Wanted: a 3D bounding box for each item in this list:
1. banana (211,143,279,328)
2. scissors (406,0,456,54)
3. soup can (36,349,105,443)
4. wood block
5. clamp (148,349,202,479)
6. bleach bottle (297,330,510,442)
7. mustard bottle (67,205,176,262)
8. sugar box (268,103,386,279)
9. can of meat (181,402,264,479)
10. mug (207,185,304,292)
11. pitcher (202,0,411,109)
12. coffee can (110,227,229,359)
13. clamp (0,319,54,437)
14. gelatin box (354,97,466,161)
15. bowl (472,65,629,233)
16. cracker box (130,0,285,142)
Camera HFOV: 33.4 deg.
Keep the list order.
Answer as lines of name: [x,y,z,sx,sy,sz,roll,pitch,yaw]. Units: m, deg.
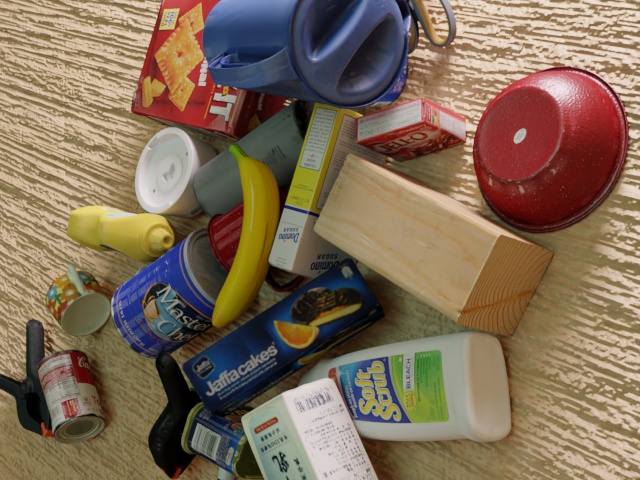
banana: [-0.075,0.001,1.116,0.070,0.037,0.198,14,98,50]
scissors: [0.074,-0.282,1.121,0.096,0.016,0.202,-37,80,45]
soup can: [-0.320,0.200,1.370,0.069,0.068,0.102,-43,53,26]
wood block: [0.102,0.001,1.015,0.206,0.090,0.090,33,102,43]
clamp: [-0.145,0.180,1.167,0.036,0.164,0.210,39,115,28]
bleach bottle: [0.061,0.153,1.030,0.251,0.067,0.102,-17,70,42]
mustard bottle: [-0.231,-0.008,1.306,0.192,0.096,0.058,9,88,55]
sugar box: [0.012,-0.046,1.111,0.048,0.093,0.176,20,91,45]
can of meat: [-0.079,0.212,1.117,0.084,0.101,0.057,18,92,42]
mug: [-0.058,0.001,1.175,0.082,0.093,0.117,-33,86,27]
pitcher: [-0.036,-0.202,1.093,0.243,0.149,0.145,16,86,59]
coffee can: [-0.159,0.062,1.234,0.141,0.102,0.103,-33,57,32]
clamp: [-0.390,0.193,1.459,0.172,0.039,0.120,42,112,35]
gelatin box: [0.090,-0.109,1.070,0.089,0.073,0.030,-14,69,40]
bowl: [0.196,-0.091,0.978,0.162,0.055,0.162,-14,69,40]
cracker box: [-0.130,-0.213,1.309,0.214,0.072,0.164,17,90,44]
